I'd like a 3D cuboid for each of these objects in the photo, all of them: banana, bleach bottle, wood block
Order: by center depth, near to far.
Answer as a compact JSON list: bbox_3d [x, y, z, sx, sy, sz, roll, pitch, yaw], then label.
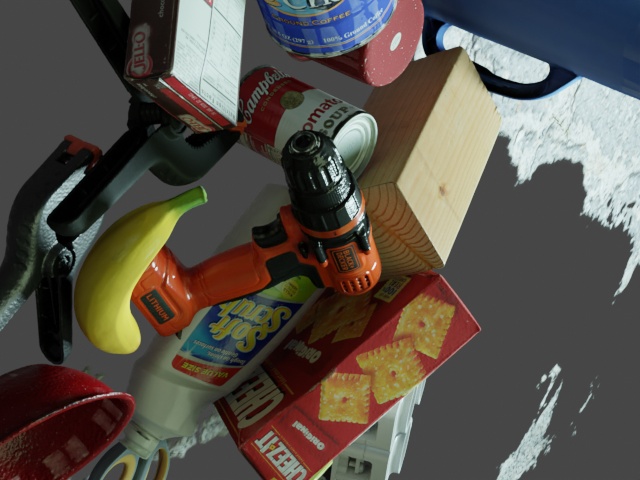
[{"bbox_3d":[-0.133,0.032,0.723,0.069,0.037,0.198,-2,148,-28],"label":"banana"},{"bbox_3d":[-0.078,0.077,0.903,0.102,0.068,0.250,40,80,-26],"label":"bleach bottle"},{"bbox_3d":[0.079,-0.069,0.922,0.090,0.090,0.205,56,39,-26],"label":"wood block"}]

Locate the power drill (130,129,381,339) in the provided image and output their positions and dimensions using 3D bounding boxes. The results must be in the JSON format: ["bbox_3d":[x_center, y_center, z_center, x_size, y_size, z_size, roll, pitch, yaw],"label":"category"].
[{"bbox_3d":[-0.055,0.001,0.790,0.188,0.057,0.184,-15,144,6],"label":"power drill"}]

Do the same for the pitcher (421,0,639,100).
[{"bbox_3d":[0.210,-0.207,0.945,0.144,0.243,0.149,-48,156,-25],"label":"pitcher"}]

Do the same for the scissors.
[{"bbox_3d":[-0.152,0.153,0.923,0.096,0.016,0.202,-10,119,-50],"label":"scissors"}]

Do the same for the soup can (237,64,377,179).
[{"bbox_3d":[-0.015,-0.088,0.837,0.068,0.102,0.068,-38,144,-35],"label":"soup can"}]

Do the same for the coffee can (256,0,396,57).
[{"bbox_3d":[-0.008,-0.211,0.738,0.102,0.103,0.140,-51,150,-17],"label":"coffee can"}]

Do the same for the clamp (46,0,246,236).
[{"bbox_3d":[-0.113,-0.096,0.723,0.209,0.036,0.164,-17,110,-63],"label":"clamp"}]

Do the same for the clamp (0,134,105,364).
[{"bbox_3d":[-0.184,0.016,0.728,0.171,0.039,0.120,-63,163,-1],"label":"clamp"}]

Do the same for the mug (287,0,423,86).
[{"bbox_3d":[0.021,-0.171,0.842,0.117,0.082,0.093,-20,131,-50],"label":"mug"}]

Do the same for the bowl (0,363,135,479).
[{"bbox_3d":[-0.211,0.134,0.738,0.162,0.055,0.162,-33,163,-12],"label":"bowl"}]

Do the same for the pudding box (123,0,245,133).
[{"bbox_3d":[-0.086,-0.138,0.698,0.090,0.039,0.113,38,53,-62],"label":"pudding box"}]

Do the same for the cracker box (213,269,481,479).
[{"bbox_3d":[0.011,0.103,0.921,0.213,0.164,0.072,-39,107,-6],"label":"cracker box"}]
